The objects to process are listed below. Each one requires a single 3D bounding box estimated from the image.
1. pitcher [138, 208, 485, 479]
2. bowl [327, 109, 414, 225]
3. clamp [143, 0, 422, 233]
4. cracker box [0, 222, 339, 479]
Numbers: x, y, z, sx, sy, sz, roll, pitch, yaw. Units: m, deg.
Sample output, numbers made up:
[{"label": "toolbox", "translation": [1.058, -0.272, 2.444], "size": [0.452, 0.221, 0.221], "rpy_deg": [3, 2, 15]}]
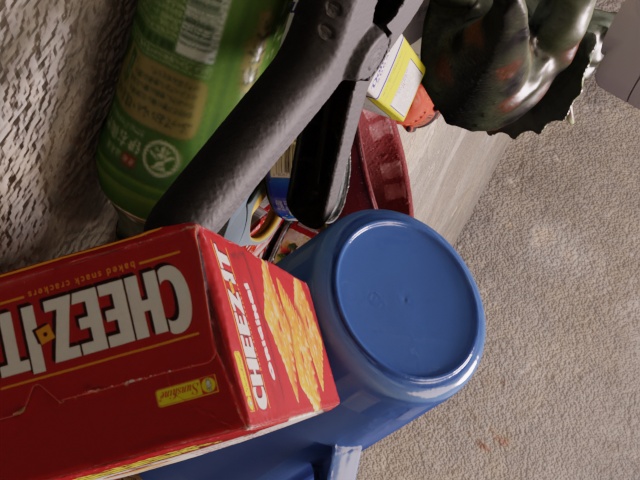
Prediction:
[{"label": "pitcher", "translation": [-0.013, 0.088, 0.628], "size": [0.144, 0.149, 0.243], "rpy_deg": [-44, -177, -39]}, {"label": "bowl", "translation": [0.028, -0.058, 0.854], "size": [0.162, 0.055, 0.162], "rpy_deg": [-11, 90, -74]}, {"label": "clamp", "translation": [0.010, -0.082, 0.468], "size": [0.210, 0.036, 0.164], "rpy_deg": [-60, 166, 10]}, {"label": "cracker box", "translation": [-0.089, 0.057, 0.413], "size": [0.213, 0.164, 0.072], "rpy_deg": [43, 31, -79]}]
